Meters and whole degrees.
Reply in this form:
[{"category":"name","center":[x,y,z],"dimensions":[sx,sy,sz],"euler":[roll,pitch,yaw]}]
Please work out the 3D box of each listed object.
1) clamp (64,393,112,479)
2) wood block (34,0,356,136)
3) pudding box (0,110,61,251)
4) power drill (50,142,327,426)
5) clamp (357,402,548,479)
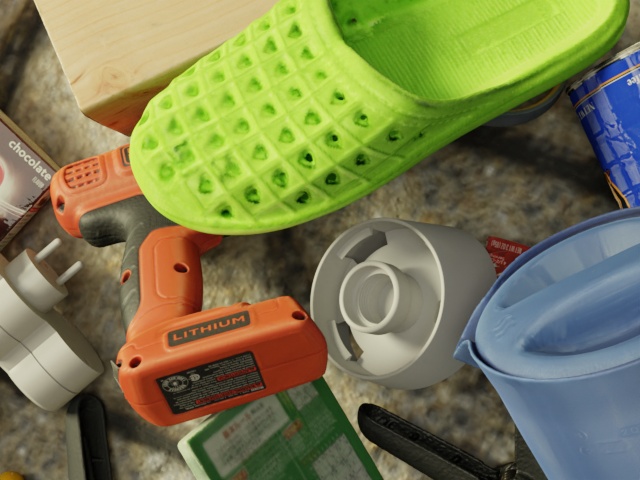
[{"category":"clamp","center":[-0.128,0.206,0.631],"dimensions":[0.165,0.036,0.210],"euler":[34,102,34]},{"category":"wood block","center":[-0.051,-0.149,0.629],"dimensions":[0.206,0.090,0.091],"euler":[-25,83,6]},{"category":"pudding box","center":[-0.228,-0.046,0.662],"dimensions":[0.113,0.039,0.090],"euler":[43,93,-6]},{"category":"power drill","center":[-0.054,0.001,0.596],"dimensions":[0.184,0.057,0.188],"euler":[-19,47,0]},{"category":"clamp","center":[0.099,0.139,0.609],"dimensions":[0.120,0.039,0.171],"euler":[-22,92,25]}]
